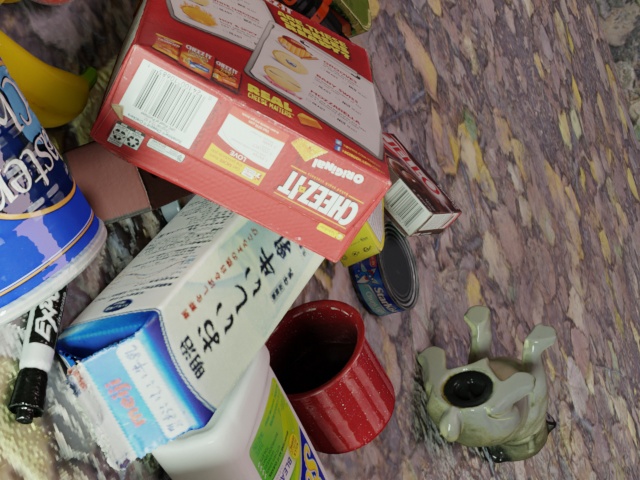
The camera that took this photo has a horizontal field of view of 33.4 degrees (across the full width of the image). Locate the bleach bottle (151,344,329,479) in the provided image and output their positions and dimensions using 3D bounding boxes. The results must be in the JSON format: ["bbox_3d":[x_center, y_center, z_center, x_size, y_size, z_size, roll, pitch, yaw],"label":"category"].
[{"bbox_3d":[-0.021,0.188,0.726,0.250,0.068,0.102,61,30,-30],"label":"bleach bottle"}]

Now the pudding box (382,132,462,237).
[{"bbox_3d":[0.077,-0.056,1.033,0.113,0.039,0.089,52,23,14],"label":"pudding box"}]

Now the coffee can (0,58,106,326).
[{"bbox_3d":[-0.178,-0.037,0.493,0.140,0.103,0.102,63,28,-21],"label":"coffee can"}]

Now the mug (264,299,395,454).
[{"bbox_3d":[0.000,0.099,0.803,0.117,0.093,0.081,48,-9,52],"label":"mug"}]

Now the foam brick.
[{"bbox_3d":[-0.115,-0.045,0.679,0.078,0.051,0.053,-35,107,-63],"label":"foam brick"}]

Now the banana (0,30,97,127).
[{"bbox_3d":[-0.191,-0.113,0.591,0.197,0.037,0.070,40,20,-52],"label":"banana"}]

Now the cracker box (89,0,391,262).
[{"bbox_3d":[-0.047,-0.095,0.679,0.164,0.072,0.213,26,25,-16],"label":"cracker box"}]

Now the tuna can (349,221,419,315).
[{"bbox_3d":[0.060,0.027,1.006,0.086,0.034,0.086,40,42,-49],"label":"tuna can"}]

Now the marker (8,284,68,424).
[{"bbox_3d":[-0.153,0.044,0.592,0.020,0.020,0.121,44,39,-46],"label":"marker"}]
